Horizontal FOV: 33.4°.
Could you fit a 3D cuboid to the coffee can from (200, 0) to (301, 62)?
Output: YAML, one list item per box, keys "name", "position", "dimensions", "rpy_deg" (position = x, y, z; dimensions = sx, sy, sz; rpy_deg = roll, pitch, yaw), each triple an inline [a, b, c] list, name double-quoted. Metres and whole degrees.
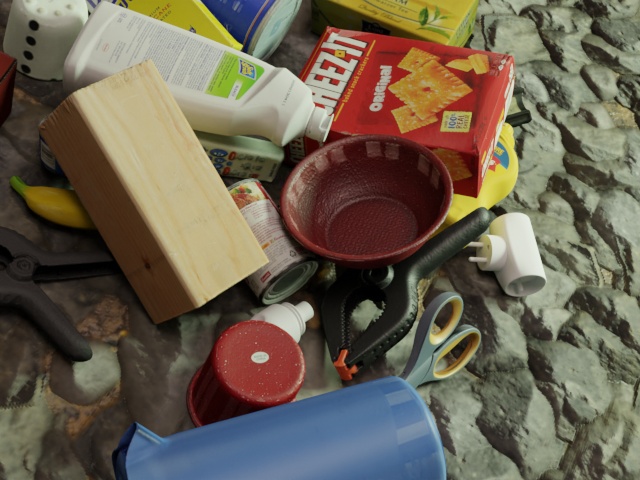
- name: "coffee can"
  position: [-0.104, -0.267, 1.159]
  dimensions: [0.140, 0.103, 0.102]
  rpy_deg: [33, 52, 5]

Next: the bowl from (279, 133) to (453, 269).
- name: "bowl"
  position: [0.045, -0.026, 1.005]
  dimensions: [0.162, 0.055, 0.162]
  rpy_deg: [-6, 48, 6]

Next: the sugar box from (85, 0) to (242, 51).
- name: "sugar box"
  position: [-0.172, -0.232, 1.098]
  dimensions: [0.176, 0.093, 0.048]
  rpy_deg: [48, 11, 2]

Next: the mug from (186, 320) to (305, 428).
- name: "mug"
  position: [-0.053, 0.129, 0.911]
  dimensions: [0.093, 0.082, 0.117]
  rpy_deg: [-34, 73, -35]

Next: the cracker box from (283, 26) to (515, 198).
- name: "cracker box"
  position: [0.081, -0.139, 1.113]
  dimensions: [0.214, 0.072, 0.164]
  rpy_deg: [12, 49, 16]

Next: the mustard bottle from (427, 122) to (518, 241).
- name: "mustard bottle"
  position: [0.156, -0.071, 1.140]
  dimensions: [0.096, 0.058, 0.191]
  rpy_deg: [24, 48, 24]

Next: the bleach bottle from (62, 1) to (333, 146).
- name: "bleach bottle"
  position: [-0.112, -0.144, 1.030]
  dimensions: [0.251, 0.068, 0.102]
  rpy_deg: [20, 62, 1]

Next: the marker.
- name: "marker"
  position: [0.001, -0.043, 1.064]
  dimensions: [0.121, 0.020, 0.020]
  rpy_deg: [-23, 64, -6]

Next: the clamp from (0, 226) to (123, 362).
- name: "clamp"
  position: [-0.254, 0.027, 0.942]
  dimensions: [0.171, 0.039, 0.120]
  rpy_deg: [29, 41, -3]

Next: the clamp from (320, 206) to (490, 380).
- name: "clamp"
  position: [0.067, 0.037, 1.014]
  dimensions: [0.165, 0.036, 0.210]
  rpy_deg: [2, 55, 23]

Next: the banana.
- name: "banana"
  position: [-0.190, -0.041, 1.011]
  dimensions: [0.197, 0.037, 0.069]
  rpy_deg: [-2, 58, -21]

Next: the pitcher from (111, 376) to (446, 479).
- name: "pitcher"
  position: [-0.029, 0.199, 0.824]
  dimensions: [0.242, 0.149, 0.145]
  rpy_deg: [-15, 54, -17]

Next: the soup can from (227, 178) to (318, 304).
- name: "soup can"
  position: [-0.057, 0.001, 1.010]
  dimensions: [0.068, 0.069, 0.102]
  rpy_deg: [-25, 68, -32]

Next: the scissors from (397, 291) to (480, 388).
- name: "scissors"
  position: [0.076, 0.116, 0.973]
  dimensions: [0.201, 0.096, 0.016]
  rpy_deg: [-27, 32, -34]

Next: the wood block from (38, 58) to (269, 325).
- name: "wood block"
  position: [-0.149, -0.041, 0.944]
  dimensions: [0.090, 0.091, 0.206]
  rpy_deg: [-33, 96, -36]

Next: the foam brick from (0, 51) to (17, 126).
- name: "foam brick"
  position: [-0.324, -0.140, 1.009]
  dimensions: [0.053, 0.078, 0.051]
  rpy_deg: [25, 51, -4]
